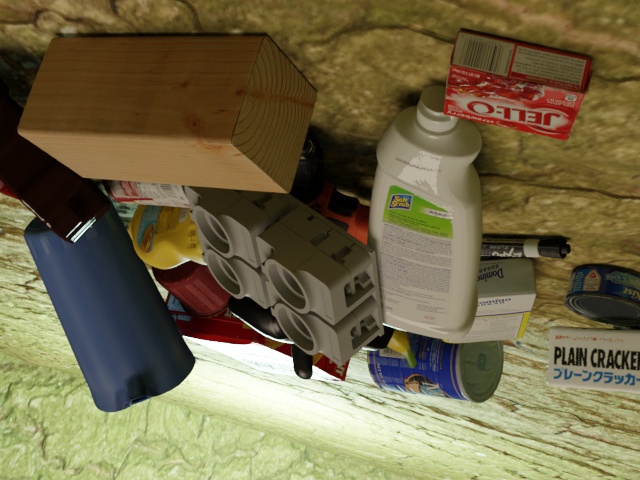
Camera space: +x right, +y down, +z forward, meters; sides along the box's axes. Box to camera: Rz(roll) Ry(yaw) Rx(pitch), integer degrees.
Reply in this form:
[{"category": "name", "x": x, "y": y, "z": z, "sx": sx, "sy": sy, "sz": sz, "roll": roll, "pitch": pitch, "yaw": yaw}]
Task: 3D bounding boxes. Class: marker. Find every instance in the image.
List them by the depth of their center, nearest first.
[{"category": "marker", "x": 0.180, "y": 0.006, "z": 1.013, "sx": 0.121, "sy": 0.020, "sz": 0.020, "roll": 2, "pitch": 158, "yaw": 39}]

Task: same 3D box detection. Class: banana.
[{"category": "banana", "x": 0.039, "y": 0.092, "z": 1.323, "sx": 0.198, "sy": 0.070, "sz": 0.037, "roll": 28, "pitch": -143, "yaw": 36}]

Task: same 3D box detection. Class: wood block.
[{"category": "wood block", "x": -0.121, "y": -0.100, "z": 0.834, "sx": 0.206, "sy": 0.090, "sz": 0.090, "roll": 5, "pitch": 160, "yaw": 30}]

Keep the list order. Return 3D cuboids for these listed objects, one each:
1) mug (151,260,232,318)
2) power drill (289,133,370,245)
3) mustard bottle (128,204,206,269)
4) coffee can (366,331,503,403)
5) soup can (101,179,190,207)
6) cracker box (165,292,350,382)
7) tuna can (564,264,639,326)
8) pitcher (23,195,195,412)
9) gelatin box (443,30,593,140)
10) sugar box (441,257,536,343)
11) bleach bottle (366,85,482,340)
[{"category": "mug", "x": -0.141, "y": 0.034, "z": 1.290, "sx": 0.117, "sy": 0.093, "sz": 0.081, "roll": -10, "pitch": 149, "yaw": 22}, {"category": "power drill", "x": 0.040, "y": -0.030, "z": 0.971, "sx": 0.187, "sy": 0.057, "sz": 0.184, "roll": 18, "pitch": 161, "yaw": 0}, {"category": "mustard bottle", "x": -0.147, "y": -0.018, "z": 1.103, "sx": 0.058, "sy": 0.096, "sz": 0.192, "roll": 26, "pitch": 160, "yaw": -32}, {"category": "coffee can", "x": 0.144, "y": 0.145, "z": 1.341, "sx": 0.141, "sy": 0.103, "sz": 0.102, "roll": 1, "pitch": 158, "yaw": 40}, {"category": "soup can", "x": -0.147, "y": -0.065, "z": 1.004, "sx": 0.102, "sy": 0.068, "sz": 0.068, "roll": 4, "pitch": 160, "yaw": 33}, {"category": "cracker box", "x": -0.080, "y": 0.123, "z": 1.402, "sx": 0.164, "sy": 0.072, "sz": 0.213, "roll": 5, "pitch": 163, "yaw": 36}, {"category": "tuna can", "x": 0.285, "y": 0.054, "z": 1.044, "sx": 0.086, "sy": 0.033, "sz": 0.086, "roll": 15, "pitch": 163, "yaw": 4}, {"category": "pitcher", "x": -0.255, "y": 0.068, "z": 1.275, "sx": 0.149, "sy": 0.144, "sz": 0.243, "roll": -2, "pitch": 117, "yaw": 42}, {"category": "gelatin box", "x": 0.129, "y": -0.100, "z": 0.706, "sx": 0.089, "sy": 0.030, "sz": 0.073, "roll": 14, "pitch": 163, "yaw": 8}, {"category": "sugar box", "x": 0.174, "y": 0.066, "z": 1.132, "sx": 0.093, "sy": 0.048, "sz": 0.176, "roll": -4, "pitch": 158, "yaw": 4}, {"category": "bleach bottle", "x": 0.090, "y": -0.020, "z": 0.851, "sx": 0.102, "sy": 0.068, "sz": 0.251, "roll": 12, "pitch": 142, "yaw": 8}]
